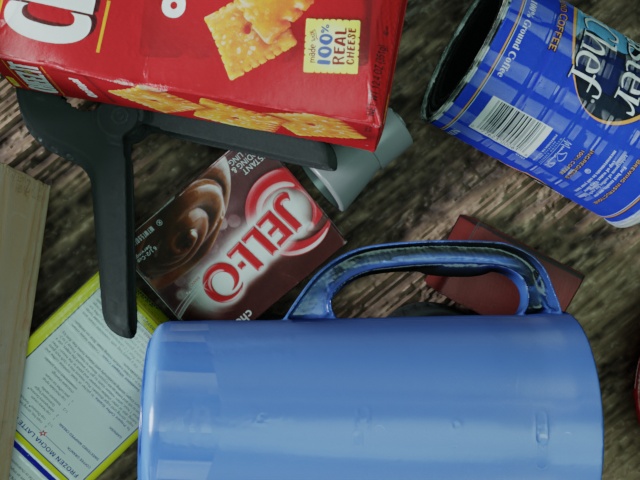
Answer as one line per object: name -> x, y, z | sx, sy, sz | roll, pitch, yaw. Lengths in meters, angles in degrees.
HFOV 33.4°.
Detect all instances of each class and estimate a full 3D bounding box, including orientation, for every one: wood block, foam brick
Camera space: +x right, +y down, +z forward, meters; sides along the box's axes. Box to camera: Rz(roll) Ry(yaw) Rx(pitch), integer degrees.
wood block -> -0.222, 0.059, 0.595 | 0.091, 0.090, 0.206 | 6, 83, 8
foam brick -> 0.115, 0.024, 0.677 | 0.078, 0.053, 0.051 | 27, 93, -8

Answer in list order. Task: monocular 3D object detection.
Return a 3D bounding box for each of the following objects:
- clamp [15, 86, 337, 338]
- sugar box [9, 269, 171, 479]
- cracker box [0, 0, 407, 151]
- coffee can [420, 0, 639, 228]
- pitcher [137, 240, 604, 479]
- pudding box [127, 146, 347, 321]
clamp -> -0.103, -0.071, 0.626 | 0.164, 0.036, 0.210 | -33, 83, -3
sugar box -> -0.164, 0.106, 0.660 | 0.176, 0.048, 0.093 | -42, 98, 3
cracker box -> -0.057, -0.151, 0.583 | 0.213, 0.072, 0.164 | 11, 82, 1
coffee can -> 0.146, -0.084, 0.642 | 0.140, 0.103, 0.103 | 27, 93, -9
pitcher -> 0.025, 0.092, 0.598 | 0.242, 0.149, 0.145 | 3, 127, -4
pudding box -> -0.054, 0.001, 0.662 | 0.113, 0.039, 0.090 | -40, 99, -1
